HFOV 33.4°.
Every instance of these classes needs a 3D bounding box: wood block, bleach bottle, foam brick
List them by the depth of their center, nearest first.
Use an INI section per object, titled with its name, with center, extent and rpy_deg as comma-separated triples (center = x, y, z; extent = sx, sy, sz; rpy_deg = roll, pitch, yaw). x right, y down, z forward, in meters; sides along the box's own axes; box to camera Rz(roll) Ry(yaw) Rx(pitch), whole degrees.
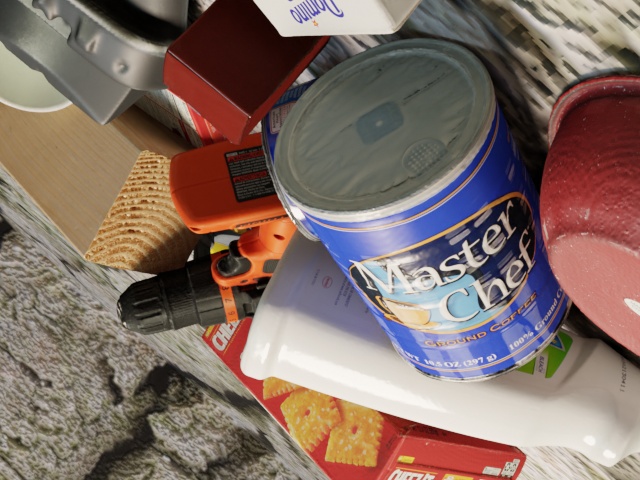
[foam brick]
center = -0.034, -0.096, 0.532
extent = 0.053, 0.078, 0.051
rpy_deg = 41, 163, -2
[bleach bottle]
center = 0.088, 0.073, 0.612
extent = 0.251, 0.102, 0.068
rpy_deg = 21, 128, 4
[wood block]
center = -0.173, -0.068, 0.812
extent = 0.090, 0.091, 0.206
rpy_deg = 15, -161, -49

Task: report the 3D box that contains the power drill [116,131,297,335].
[power drill]
center = -0.055, 0.001, 0.711
extent = 0.188, 0.184, 0.057
rpy_deg = 95, 158, -66

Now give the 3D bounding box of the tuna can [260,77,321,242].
[tuna can]
center = 0.002, -0.045, 0.581
extent = 0.034, 0.086, 0.086
rpy_deg = -18, 134, 20

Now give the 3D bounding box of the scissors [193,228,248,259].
[scissors]
center = -0.086, 0.005, 0.896
extent = 0.096, 0.016, 0.202
rpy_deg = 33, -160, -36

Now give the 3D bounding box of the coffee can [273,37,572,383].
[coffee can]
center = 0.054, -0.011, 0.511
extent = 0.103, 0.102, 0.140
rpy_deg = 26, 160, 43

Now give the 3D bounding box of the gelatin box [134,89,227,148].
[gelatin box]
center = -0.108, -0.109, 0.765
extent = 0.089, 0.030, 0.073
rpy_deg = 35, 163, 21

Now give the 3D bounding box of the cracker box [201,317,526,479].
[cracker box]
center = 0.033, 0.119, 0.822
extent = 0.163, 0.072, 0.214
rpy_deg = 20, -164, -46
